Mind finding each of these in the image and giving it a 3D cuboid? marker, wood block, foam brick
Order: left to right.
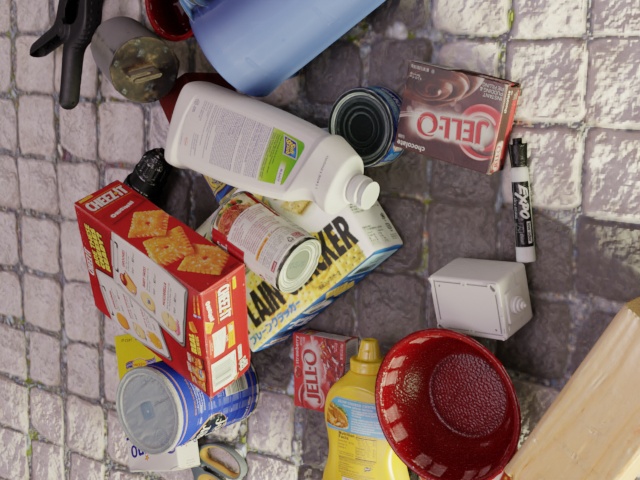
[{"bbox_3d":[-0.137,-0.159,1.230,0.053,0.078,0.051,-30,78,36],"label":"foam brick"},{"bbox_3d":[0.196,-0.039,1.037,0.020,0.020,0.121,-1,97,37],"label":"marker"},{"bbox_3d":[0.270,0.155,0.970,0.090,0.090,0.206,42,120,25],"label":"wood block"}]

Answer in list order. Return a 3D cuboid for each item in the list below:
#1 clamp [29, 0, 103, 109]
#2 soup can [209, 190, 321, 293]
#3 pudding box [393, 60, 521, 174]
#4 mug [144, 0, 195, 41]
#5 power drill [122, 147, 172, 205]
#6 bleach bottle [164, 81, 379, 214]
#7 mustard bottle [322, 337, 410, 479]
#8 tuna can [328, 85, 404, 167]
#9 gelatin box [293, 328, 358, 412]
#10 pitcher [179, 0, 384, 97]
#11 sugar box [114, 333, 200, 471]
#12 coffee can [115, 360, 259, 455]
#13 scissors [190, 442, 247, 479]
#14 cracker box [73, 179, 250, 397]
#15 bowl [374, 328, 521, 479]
[{"bbox_3d":[-0.318,-0.264,1.340,0.120,0.039,0.172,42,120,29],"label":"clamp"},{"bbox_3d":[-0.057,0.001,1.118,0.102,0.068,0.069,34,116,28],"label":"soup can"},{"bbox_3d":[0.134,-0.124,1.056,0.114,0.039,0.090,21,110,33],"label":"pudding box"},{"bbox_3d":[-0.141,-0.283,1.209,0.093,0.081,0.117,-22,85,37],"label":"mug"},{"bbox_3d":[-0.194,0.004,1.315,0.188,0.057,0.185,50,127,22],"label":"power drill"},{"bbox_3d":[-0.049,-0.083,1.104,0.251,0.067,0.103,27,109,32],"label":"bleach bottle"},{"bbox_3d":[0.051,0.199,1.144,0.096,0.058,0.192,7,102,31],"label":"mustard bottle"},{"bbox_3d":[0.050,-0.119,1.123,0.086,0.033,0.086,7,102,36],"label":"tuna can"},{"bbox_3d":[0.005,0.149,1.205,0.073,0.030,0.089,7,102,36],"label":"gelatin box"},{"bbox_3d":[-0.015,-0.264,1.075,0.243,0.149,0.145,-31,93,30],"label":"pitcher"},{"bbox_3d":[-0.208,0.202,1.354,0.094,0.048,0.176,-11,82,37],"label":"sugar box"},{"bbox_3d":[-0.156,0.184,1.263,0.103,0.140,0.103,7,102,36],"label":"coffee can"},{"bbox_3d":[-0.175,0.282,1.372,0.202,0.016,0.096,10,104,36],"label":"scissors"},{"bbox_3d":[-0.173,0.051,1.190,0.214,0.072,0.164,32,141,32],"label":"cracker box"},{"bbox_3d":[0.136,0.161,1.066,0.162,0.055,0.162,7,102,33],"label":"bowl"}]
